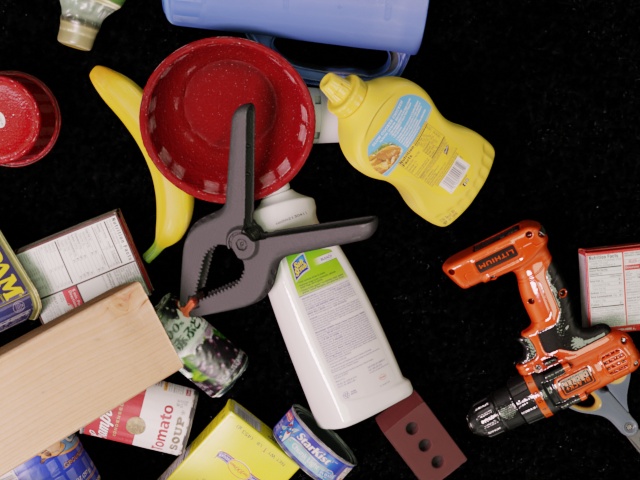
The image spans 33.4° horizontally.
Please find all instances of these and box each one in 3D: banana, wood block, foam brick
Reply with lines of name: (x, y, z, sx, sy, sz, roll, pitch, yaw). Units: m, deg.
banana: (-0.164, -0.078, 1.031, 0.069, 0.037, 0.198, -15, 98, -4)
wood block: (-0.241, 0.125, 0.942, 0.205, 0.090, 0.091, -30, 98, -28)
foam brick: (0.102, 0.200, 1.080, 0.053, 0.051, 0.078, -38, 98, 0)

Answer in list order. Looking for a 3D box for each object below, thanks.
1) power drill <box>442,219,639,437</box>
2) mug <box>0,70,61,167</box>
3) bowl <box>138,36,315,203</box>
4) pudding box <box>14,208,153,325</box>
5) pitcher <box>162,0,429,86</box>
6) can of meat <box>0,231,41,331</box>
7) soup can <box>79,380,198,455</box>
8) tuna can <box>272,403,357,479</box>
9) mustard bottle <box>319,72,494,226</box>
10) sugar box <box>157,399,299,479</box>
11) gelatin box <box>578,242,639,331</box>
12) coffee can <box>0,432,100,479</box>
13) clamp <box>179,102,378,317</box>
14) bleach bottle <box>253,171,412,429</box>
power drill: (0.198, 0.088, 1.065, 0.184, 0.057, 0.187, -29, 96, 10)
mug: (-0.303, -0.104, 0.994, 0.093, 0.081, 0.117, 44, 91, -8)
bowl: (-0.085, -0.118, 0.995, 0.162, 0.055, 0.162, 0, 116, -1)
pudding box: (-0.230, 0.031, 1.039, 0.113, 0.039, 0.090, -22, 98, -4)
pitcher: (-0.021, -0.235, 0.985, 0.243, 0.145, 0.149, 3, 74, -2)
can of meat: (-0.324, 0.044, 0.996, 0.083, 0.058, 0.102, -28, 79, -33)
soup can: (-0.177, 0.167, 1.045, 0.102, 0.068, 0.068, 15, 95, -7)
tuna can: (-0.006, 0.203, 1.055, 0.086, 0.086, 0.034, 41, 93, -8)
mustard bottle: (0.074, -0.098, 1.005, 0.191, 0.058, 0.096, 33, 91, -31)
sugar box: (-0.111, 0.253, 1.064, 0.093, 0.048, 0.176, 40, 96, -8)
gelatin box: (0.304, 0.049, 1.090, 0.073, 0.030, 0.089, -6, 98, -3)
coffee can: (-0.289, 0.193, 1.021, 0.103, 0.103, 0.140, -27, 99, -1)
clamp: (-0.056, 0.001, 0.985, 0.164, 0.036, 0.210, 37, 114, 6)
bleach bottle: (0.001, 0.051, 1.044, 0.102, 0.068, 0.251, -21, 92, -32)
